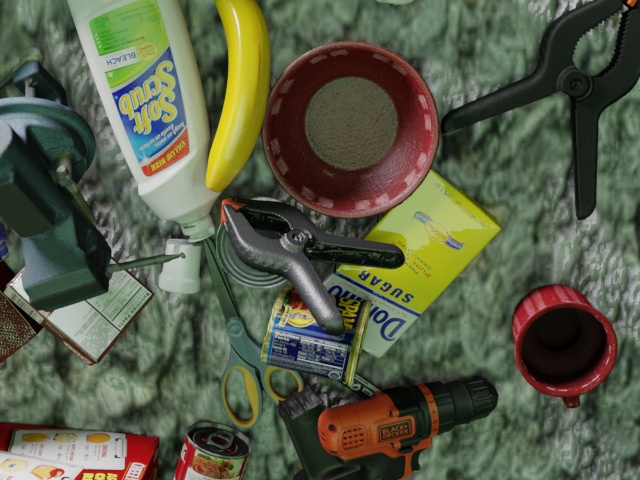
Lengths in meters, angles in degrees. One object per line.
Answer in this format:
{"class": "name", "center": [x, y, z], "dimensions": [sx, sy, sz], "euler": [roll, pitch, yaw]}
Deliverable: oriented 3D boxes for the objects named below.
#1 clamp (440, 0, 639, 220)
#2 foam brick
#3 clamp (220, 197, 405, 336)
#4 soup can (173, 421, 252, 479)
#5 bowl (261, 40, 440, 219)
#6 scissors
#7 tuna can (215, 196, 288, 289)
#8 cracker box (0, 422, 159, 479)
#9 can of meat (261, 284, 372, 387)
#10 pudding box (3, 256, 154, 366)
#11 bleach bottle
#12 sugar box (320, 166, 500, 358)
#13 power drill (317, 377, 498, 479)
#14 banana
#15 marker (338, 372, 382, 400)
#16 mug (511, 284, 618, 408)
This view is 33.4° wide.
{"class": "clamp", "center": [0.218, -0.143, 0.971], "dimensions": [0.164, 0.036, 0.210], "euler": [25, 103, -4]}
{"class": "foam brick", "center": [-0.314, 0.070, 1.050], "dimensions": [0.053, 0.051, 0.078], "euler": [-35, 100, 10]}
{"class": "clamp", "center": [-0.011, 0.007, 0.962], "dimensions": [0.172, 0.120, 0.039], "euler": [38, 134, 21]}
{"class": "soup can", "center": [-0.115, 0.244, 1.076], "dimensions": [0.068, 0.068, 0.102], "euler": [17, 106, -1]}
{"class": "bowl", "center": [0.028, -0.104, 0.983], "dimensions": [0.162, 0.055, 0.162], "euler": [1, 105, 3]}
{"class": "scissors", "center": [-0.064, 0.093, 1.060], "dimensions": [0.096, 0.016, 0.202], "euler": [-1, 105, 2]}
{"class": "tuna can", "center": [-0.057, 0.001, 1.021], "dimensions": [0.086, 0.034, 0.086], "euler": [-1, 101, -3]}
{"class": "cracker box", "center": [-0.278, 0.247, 1.036], "dimensions": [0.213, 0.164, 0.072], "euler": [5, 106, 2]}
{"class": "can of meat", "center": [-0.002, 0.084, 0.967], "dimensions": [0.084, 0.102, 0.057], "euler": [12, 109, 5]}
{"class": "pudding box", "center": [-0.231, 0.051, 1.026], "dimensions": [0.113, 0.039, 0.090], "euler": [43, 66, -9]}
{"class": "bleach bottle", "center": [-0.144, -0.121, 0.986], "dimensions": [0.102, 0.068, 0.251], "euler": [-17, 106, 4]}
{"class": "sugar box", "center": [0.078, 0.020, 1.017], "dimensions": [0.093, 0.048, 0.176], "euler": [39, 102, -7]}
{"class": "power drill", "center": [0.091, 0.230, 1.053], "dimensions": [0.184, 0.057, 0.188], "euler": [-9, 108, -15]}
{"class": "banana", "center": [-0.075, -0.144, 0.957], "dimensions": [0.070, 0.037, 0.198], "euler": [-7, 81, 44]}
{"class": "marker", "center": [0.025, 0.135, 1.064], "dimensions": [0.121, 0.020, 0.020], "euler": [35, 104, -6]}
{"class": "mug", "center": [0.228, 0.101, 1.011], "dimensions": [0.093, 0.081, 0.117], "euler": [-14, 103, 7]}
